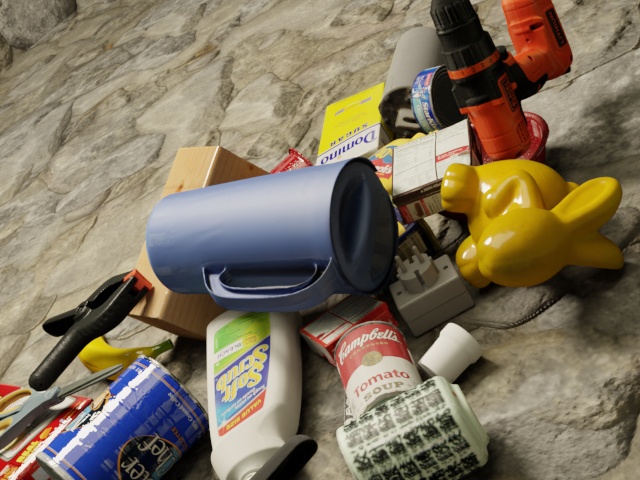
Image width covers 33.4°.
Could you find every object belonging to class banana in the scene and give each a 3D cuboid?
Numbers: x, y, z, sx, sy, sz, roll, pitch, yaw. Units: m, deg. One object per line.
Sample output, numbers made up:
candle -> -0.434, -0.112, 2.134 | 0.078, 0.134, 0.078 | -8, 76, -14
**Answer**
banana -> -0.251, 0.135, 1.281 | 0.069, 0.037, 0.198 | -30, 23, -35

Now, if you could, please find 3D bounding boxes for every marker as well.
marker -> 0.030, 0.154, 0.964 | 0.020, 0.020, 0.121 | -24, 29, 17

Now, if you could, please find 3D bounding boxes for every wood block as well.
wood block -> -0.141, 0.004, 1.228 | 0.091, 0.090, 0.206 | 3, 71, 50

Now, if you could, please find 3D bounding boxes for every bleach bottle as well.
bleach bottle -> -0.057, 0.153, 1.016 | 0.102, 0.068, 0.251 | -26, 31, 8

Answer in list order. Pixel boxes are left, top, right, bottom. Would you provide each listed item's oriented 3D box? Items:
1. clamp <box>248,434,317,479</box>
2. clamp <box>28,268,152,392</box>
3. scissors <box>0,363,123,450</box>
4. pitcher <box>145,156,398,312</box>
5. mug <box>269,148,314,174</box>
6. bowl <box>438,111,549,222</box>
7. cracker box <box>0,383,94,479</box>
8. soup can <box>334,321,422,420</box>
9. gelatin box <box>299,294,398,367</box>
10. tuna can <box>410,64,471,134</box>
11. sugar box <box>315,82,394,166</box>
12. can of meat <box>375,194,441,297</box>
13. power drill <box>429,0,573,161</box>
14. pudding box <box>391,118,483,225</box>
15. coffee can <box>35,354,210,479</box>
clamp -> -0.083, 0.246, 0.881 | 0.210, 0.036, 0.164 | -14, 54, 39
clamp -> -0.260, 0.096, 1.183 | 0.172, 0.039, 0.120 | -35, 34, 25
scissors -> -0.288, 0.176, 1.098 | 0.202, 0.016, 0.096 | -16, 33, 40
pitcher -> -0.057, 0.001, 1.064 | 0.243, 0.145, 0.149 | -5, -6, 31
mug -> -0.034, -0.052, 1.285 | 0.081, 0.093, 0.117 | -43, 3, -8
bowl -> 0.176, -0.068, 1.134 | 0.162, 0.055, 0.162 | -25, 28, 14
cracker box -> -0.340, 0.242, 1.159 | 0.214, 0.072, 0.164 | -3, 38, 46
soup can -> 0.054, 0.127, 0.926 | 0.068, 0.068, 0.102 | -29, 32, 7
gelatin box -> 0.028, 0.086, 1.048 | 0.073, 0.030, 0.089 | -35, 15, -12
tuna can -> 0.148, -0.169, 1.297 | 0.034, 0.086, 0.086 | -6, 37, 44
sugar box -> 0.047, -0.134, 1.390 | 0.093, 0.048, 0.176 | -22, 28, 20
can of meat -> 0.063, 0.003, 1.129 | 0.084, 0.057, 0.102 | -40, 37, -9
power drill -> 0.186, -0.196, 1.092 | 0.057, 0.184, 0.187 | -8, 26, 39
pudding box -> 0.119, -0.072, 1.095 | 0.090, 0.039, 0.113 | -21, 27, 18
coffee can -> -0.190, 0.196, 1.040 | 0.140, 0.102, 0.103 | -45, 29, -22
